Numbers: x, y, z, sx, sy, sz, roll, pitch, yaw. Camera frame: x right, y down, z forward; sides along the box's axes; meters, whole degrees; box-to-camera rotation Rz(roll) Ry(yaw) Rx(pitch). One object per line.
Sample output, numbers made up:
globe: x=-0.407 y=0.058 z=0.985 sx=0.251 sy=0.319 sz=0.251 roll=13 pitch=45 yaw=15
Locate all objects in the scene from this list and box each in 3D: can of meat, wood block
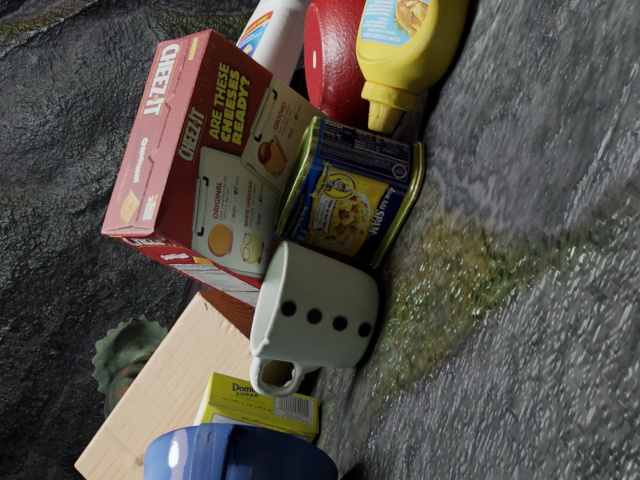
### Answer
can of meat: x=0.019 y=-0.035 z=0.781 sx=0.057 sy=0.084 sz=0.102 roll=-84 pitch=14 yaw=-46
wood block: x=-0.117 y=0.149 z=0.963 sx=0.206 sy=0.091 sz=0.090 roll=-53 pitch=-16 yaw=15

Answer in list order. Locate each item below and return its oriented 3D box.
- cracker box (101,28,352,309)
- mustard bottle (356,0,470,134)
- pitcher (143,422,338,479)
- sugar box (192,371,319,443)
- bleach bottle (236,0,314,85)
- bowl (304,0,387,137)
cracker box: x=-0.056 y=-0.041 z=0.848 sx=0.072 sy=0.213 sz=0.164 roll=-3 pitch=66 yaw=41
mustard bottle: x=0.070 y=-0.171 z=0.773 sx=0.096 sy=0.058 sz=0.192 roll=26 pitch=101 yaw=55
pitcher: x=-0.063 y=0.240 z=0.655 sx=0.145 sy=0.149 sz=0.242 roll=-32 pitch=40 yaw=38
sugar box: x=-0.071 y=0.195 z=0.886 sx=0.048 sy=0.093 sz=0.176 roll=-86 pitch=16 yaw=-55
bleach bottle: x=-0.064 y=-0.170 z=1.077 sx=0.103 sy=0.068 sz=0.250 roll=-5 pitch=60 yaw=60
bowl: x=0.020 y=-0.159 z=0.917 sx=0.162 sy=0.055 sz=0.162 roll=176 pitch=90 yaw=-80
